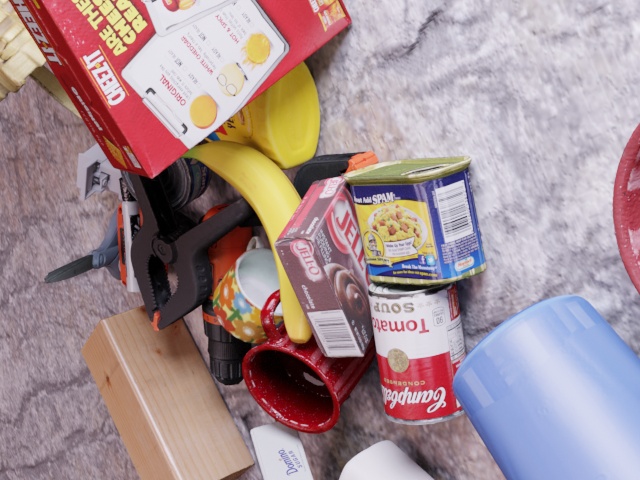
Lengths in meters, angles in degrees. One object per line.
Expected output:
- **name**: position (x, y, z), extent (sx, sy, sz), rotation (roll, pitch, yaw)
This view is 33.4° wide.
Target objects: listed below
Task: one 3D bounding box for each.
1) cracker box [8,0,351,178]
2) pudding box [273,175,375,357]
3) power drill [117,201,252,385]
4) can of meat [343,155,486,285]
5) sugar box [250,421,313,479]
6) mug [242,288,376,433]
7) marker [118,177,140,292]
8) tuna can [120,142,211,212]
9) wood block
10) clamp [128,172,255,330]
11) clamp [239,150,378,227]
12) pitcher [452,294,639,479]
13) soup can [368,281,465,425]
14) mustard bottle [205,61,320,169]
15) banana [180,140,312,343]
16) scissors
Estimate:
- **cracker box**: position (-0.098, -0.174, 0.776), extent (0.072, 0.213, 0.164), rotation (14, 139, 52)
- **pudding box**: position (0.013, 0.020, 0.822), extent (0.039, 0.090, 0.113), rotation (-5, 122, 27)
- **power drill**: position (-0.132, 0.037, 1.077), extent (0.188, 0.057, 0.184), rotation (21, 116, 44)
- **can of meat**: position (0.071, -0.015, 0.790), extent (0.102, 0.057, 0.084), rotation (2, 108, 53)
- **sugar box**: position (-0.019, 0.250, 0.958), extent (0.093, 0.048, 0.176), rotation (-113, 11, -46)
- **mug**: position (-0.011, 0.091, 0.893), extent (0.093, 0.081, 0.117), rotation (-13, 115, 42)
- **marker**: position (-0.188, -0.008, 1.066), extent (0.020, 0.020, 0.121), rotation (14, 110, 49)
- **tuna can**: position (-0.147, -0.070, 1.004), extent (0.086, 0.033, 0.086), rotation (15, 122, 24)
- **wood block**: position (-0.168, 0.179, 1.153), extent (0.206, 0.090, 0.091), rotation (61, 143, 15)
- **clamp**: position (-0.126, 0.002, 0.979), extent (0.165, 0.036, 0.210), rotation (26, 127, 29)
- **clamp**: position (0.003, -0.009, 0.897), extent (0.120, 0.039, 0.172), rotation (52, 141, 0)
- **pitcher**: position (0.196, 0.147, 0.648), extent (0.243, 0.149, 0.145), rotation (56, 156, 27)
- **soup can**: position (0.076, 0.080, 0.814), extent (0.069, 0.068, 0.102), rotation (5, 108, 52)
- **mustard bottle**: position (-0.081, -0.128, 0.939), extent (0.192, 0.058, 0.096), rotation (23, 131, 47)
- **banana**: position (-0.043, -0.013, 0.866), extent (0.198, 0.069, 0.037), rotation (56, -178, 17)
- **scissors**: position (-0.226, 0.001, 1.104), extent (0.016, 0.201, 0.096), rotation (6, 87, 16)
